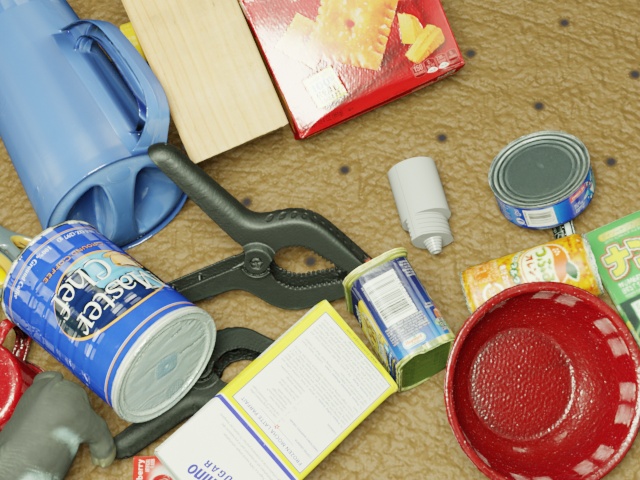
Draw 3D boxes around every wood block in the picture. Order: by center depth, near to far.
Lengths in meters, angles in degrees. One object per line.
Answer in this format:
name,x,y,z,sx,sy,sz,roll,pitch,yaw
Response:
wood block,-0.110,-0.177,0.927,0.090,0.091,0.206,-23,96,-2

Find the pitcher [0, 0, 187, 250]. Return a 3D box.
pitcher,-0.219,-0.119,0.939,0.149,0.145,0.243,-32,65,-5

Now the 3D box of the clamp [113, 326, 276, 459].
clamp,-0.101,0.121,0.877,0.171,0.039,0.120,-1,67,10

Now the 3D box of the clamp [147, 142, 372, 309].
clamp,-0.056,0.001,0.882,0.210,0.165,0.036,5,31,0

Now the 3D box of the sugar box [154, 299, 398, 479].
sugar box,-0.033,0.138,0.827,0.176,0.048,0.093,-40,89,-15

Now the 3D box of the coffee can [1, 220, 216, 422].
coffee can,-0.167,0.062,0.842,0.140,0.103,0.102,34,74,27

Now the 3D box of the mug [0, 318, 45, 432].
mug,-0.267,0.119,0.872,0.093,0.081,0.117,14,69,11

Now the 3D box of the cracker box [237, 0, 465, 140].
cracker box,0.011,-0.218,0.943,0.164,0.072,0.213,-24,97,-4

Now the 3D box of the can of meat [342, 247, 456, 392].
can of meat,0.064,0.065,0.850,0.057,0.102,0.084,-27,69,-6

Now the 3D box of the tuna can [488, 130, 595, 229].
tuna can,0.188,-0.051,0.906,0.086,0.033,0.086,-15,47,16

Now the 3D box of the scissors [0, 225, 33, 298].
scissors,-0.311,-0.009,0.942,0.202,0.016,0.096,33,32,16

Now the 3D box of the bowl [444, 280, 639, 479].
bowl,0.166,0.113,0.826,0.162,0.055,0.162,1,86,-11
